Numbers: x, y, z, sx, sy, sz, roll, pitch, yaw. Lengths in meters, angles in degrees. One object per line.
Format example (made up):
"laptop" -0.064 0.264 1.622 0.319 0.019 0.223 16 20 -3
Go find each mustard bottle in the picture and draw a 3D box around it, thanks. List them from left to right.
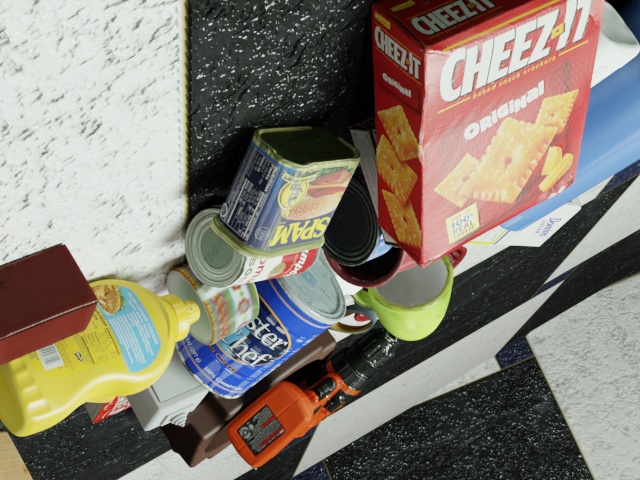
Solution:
"mustard bottle" -0.176 0.081 0.855 0.191 0.096 0.058 -18 158 -42

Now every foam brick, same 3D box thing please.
"foam brick" -0.210 0.047 0.770 0.078 0.053 0.051 -22 161 -29

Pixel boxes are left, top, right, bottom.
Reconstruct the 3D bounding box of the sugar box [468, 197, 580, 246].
"sugar box" 0.187 -0.035 1.181 0.176 0.048 0.093 0 151 -25

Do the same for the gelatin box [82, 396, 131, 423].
"gelatin box" -0.206 0.155 1.134 0.073 0.030 0.089 -20 160 -37

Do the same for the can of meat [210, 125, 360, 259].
"can of meat" -0.024 -0.039 0.821 0.101 0.057 0.084 -12 135 -52

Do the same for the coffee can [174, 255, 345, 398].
"coffee can" -0.060 0.074 1.038 0.140 0.103 0.102 -39 163 23

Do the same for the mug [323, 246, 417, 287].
"mug" 0.071 -0.009 1.053 0.117 0.093 0.081 -16 180 33

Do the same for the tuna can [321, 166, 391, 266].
"tuna can" 0.030 -0.023 0.955 0.033 0.086 0.086 -20 160 -42

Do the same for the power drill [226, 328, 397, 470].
"power drill" -0.008 0.173 1.180 0.185 0.057 0.187 -45 166 22

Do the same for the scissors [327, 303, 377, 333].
"scissors" -0.020 0.090 1.292 0.202 0.096 0.016 -12 -142 42

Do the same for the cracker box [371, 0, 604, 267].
"cracker box" 0.124 -0.101 0.800 0.164 0.072 0.214 -27 141 -20

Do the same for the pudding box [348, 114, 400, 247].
"pudding box" 0.083 -0.061 0.902 0.090 0.113 0.039 -26 -161 -21

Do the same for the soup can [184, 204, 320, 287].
"soup can" -0.056 0.001 0.897 0.069 0.068 0.102 -43 160 32
